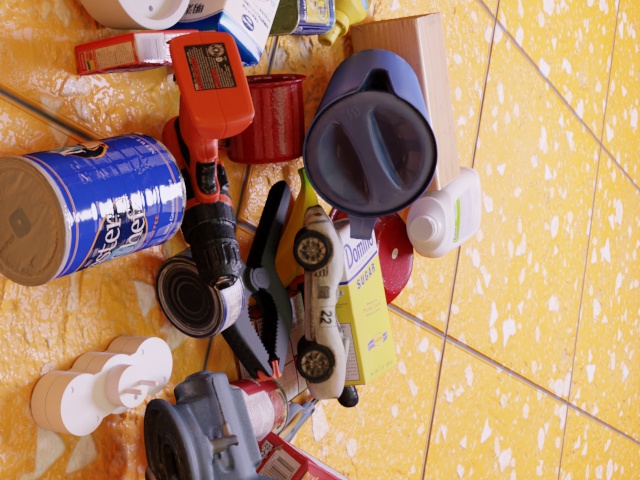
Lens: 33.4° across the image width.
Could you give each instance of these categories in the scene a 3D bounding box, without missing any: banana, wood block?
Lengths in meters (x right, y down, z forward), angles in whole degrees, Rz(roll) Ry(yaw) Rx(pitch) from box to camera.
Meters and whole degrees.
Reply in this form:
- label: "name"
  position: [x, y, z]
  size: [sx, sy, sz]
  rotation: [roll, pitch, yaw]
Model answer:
- label: "banana"
  position: [-0.044, 0.011, 1.157]
  size: [0.069, 0.037, 0.197]
  rotation: [45, 51, -23]
- label: "wood block"
  position: [0.106, -0.169, 1.314]
  size: [0.090, 0.091, 0.206]
  rotation: [-33, 117, -60]

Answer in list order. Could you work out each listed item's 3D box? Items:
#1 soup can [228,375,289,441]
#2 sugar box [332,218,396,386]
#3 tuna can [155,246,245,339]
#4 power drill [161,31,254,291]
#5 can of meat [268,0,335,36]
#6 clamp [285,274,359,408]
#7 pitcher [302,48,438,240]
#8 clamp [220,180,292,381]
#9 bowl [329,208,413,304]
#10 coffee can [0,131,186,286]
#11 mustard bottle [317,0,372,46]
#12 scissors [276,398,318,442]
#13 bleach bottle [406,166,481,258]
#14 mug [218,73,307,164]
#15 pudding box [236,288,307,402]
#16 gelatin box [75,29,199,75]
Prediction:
- label: "soup can"
  position: [-0.088, 0.176, 1.064]
  size: [0.102, 0.069, 0.068]
  rotation: [-9, 98, -55]
- label: "sugar box"
  position: [0.037, 0.065, 1.187]
  size: [0.093, 0.048, 0.176]
  rotation: [-20, 104, -62]
- label: "tuna can"
  position: [-0.114, 0.049, 1.006]
  size: [0.033, 0.086, 0.086]
  rotation: [-31, 116, -49]
- label: "power drill"
  position: [-0.099, -0.072, 0.926]
  size: [0.057, 0.188, 0.184]
  rotation: [-9, 60, -18]
- label: "can of meat"
  position: [-0.027, -0.272, 1.154]
  size: [0.083, 0.058, 0.102]
  rotation: [-15, 104, -57]
- label: "clamp"
  position: [0.012, 0.096, 1.231]
  size: [0.120, 0.039, 0.171]
  rotation: [-75, 144, -55]
- label: "pitcher"
  position: [0.054, -0.118, 1.155]
  size: [0.145, 0.149, 0.242]
  rotation: [47, 19, -15]
- label: "clamp"
  position: [-0.080, 0.036, 1.062]
  size: [0.164, 0.036, 0.210]
  rotation: [3, 76, -46]
- label: "bowl"
  position: [0.069, 0.018, 1.302]
  size: [0.161, 0.055, 0.162]
  rotation: [0, 90, -56]
- label: "coffee can"
  position: [-0.194, -0.029, 0.873]
  size: [0.140, 0.103, 0.103]
  rotation: [-22, 108, -54]
- label: "mustard bottle"
  position: [0.030, -0.309, 1.235]
  size: [0.096, 0.058, 0.191]
  rotation: [44, 55, -52]
- label: "scissors"
  position: [-0.015, 0.182, 1.182]
  size: [0.201, 0.016, 0.096]
  rotation: [-47, 163, -43]
- label: "bleach bottle"
  position: [0.153, -0.036, 1.354]
  size: [0.250, 0.068, 0.102]
  rotation: [-23, 110, -72]
- label: "mug"
  position: [-0.068, -0.122, 1.081]
  size: [0.117, 0.093, 0.081]
  rotation: [-10, 106, -24]
- label: "pudding box"
  position: [-0.050, 0.119, 1.145]
  size: [0.089, 0.039, 0.113]
  rotation: [-29, 112, -52]
- label: "gelatin box"
  position: [-0.159, -0.166, 0.946]
  size: [0.089, 0.073, 0.030]
  rotation: [-18, 102, -54]
